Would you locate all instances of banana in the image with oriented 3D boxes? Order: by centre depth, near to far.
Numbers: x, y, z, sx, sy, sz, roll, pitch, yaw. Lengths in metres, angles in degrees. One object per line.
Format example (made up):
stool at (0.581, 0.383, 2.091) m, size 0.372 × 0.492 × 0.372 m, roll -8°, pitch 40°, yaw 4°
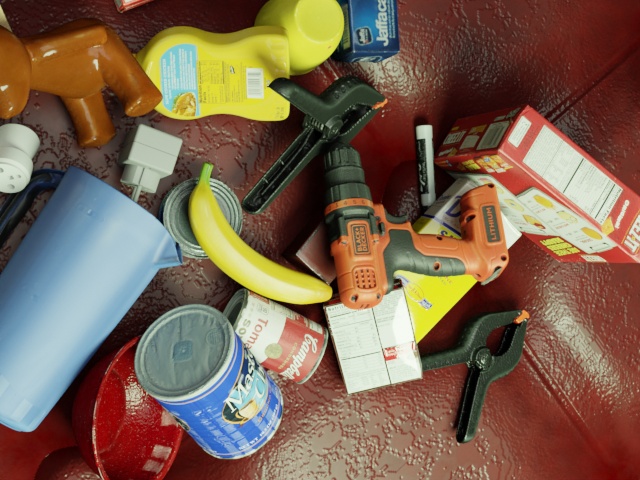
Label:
banana at (-0.073, 0.011, 1.106) m, size 0.069 × 0.037 × 0.197 m, roll -43°, pitch 107°, yaw 3°

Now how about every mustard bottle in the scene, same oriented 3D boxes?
mustard bottle at (-0.128, -0.173, 1.106) m, size 0.191 × 0.058 × 0.096 m, roll 0°, pitch 123°, yaw -2°

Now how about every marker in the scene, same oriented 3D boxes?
marker at (0.123, -0.072, 1.235) m, size 0.020 × 0.020 × 0.121 m, roll -3°, pitch 89°, yaw -21°

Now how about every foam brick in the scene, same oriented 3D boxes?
foam brick at (0.005, 0.004, 1.171) m, size 0.051 × 0.053 × 0.078 m, roll 42°, pitch 76°, yaw -14°

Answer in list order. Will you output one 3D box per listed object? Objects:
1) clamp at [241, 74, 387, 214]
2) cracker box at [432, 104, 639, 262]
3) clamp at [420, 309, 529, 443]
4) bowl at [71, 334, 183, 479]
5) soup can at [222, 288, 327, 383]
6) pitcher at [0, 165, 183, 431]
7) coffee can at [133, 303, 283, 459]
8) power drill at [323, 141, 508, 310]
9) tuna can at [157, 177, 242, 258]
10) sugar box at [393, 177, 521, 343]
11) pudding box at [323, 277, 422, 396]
clamp at (0.000, -0.131, 1.134) m, size 0.036 × 0.165 × 0.209 m, roll 37°, pitch 49°, yaw 22°
cracker box at (0.254, -0.061, 1.206) m, size 0.213 × 0.164 × 0.072 m, roll 36°, pitch 79°, yaw -16°
clamp at (0.172, 0.135, 1.237) m, size 0.120 × 0.039 × 0.171 m, roll 44°, pitch 69°, yaw -19°
bowl at (-0.198, 0.172, 1.062) m, size 0.161 × 0.055 × 0.162 m, roll 3°, pitch 90°, yaw -65°
soup can at (-0.052, 0.101, 1.137) m, size 0.102 × 0.069 × 0.068 m, roll 28°, pitch 79°, yaw -17°
pitcher at (-0.263, 0.053, 1.038) m, size 0.144 × 0.149 × 0.242 m, roll 40°, pitch 78°, yaw -30°
coffee can at (-0.109, 0.142, 1.062) m, size 0.102 × 0.103 × 0.140 m, roll -49°, pitch 142°, yaw -15°
power drill at (0.097, -0.020, 1.133) m, size 0.187 × 0.057 × 0.184 m, roll -3°, pitch 72°, yaw -13°
tuna can at (-0.128, -0.023, 1.131) m, size 0.086 × 0.034 × 0.086 m, roll 1°, pitch 88°, yaw -21°
sugar box at (0.133, 0.022, 1.206) m, size 0.176 × 0.048 × 0.093 m, roll -46°, pitch 103°, yaw -3°
pudding box at (0.058, 0.105, 1.165) m, size 0.090 × 0.039 × 0.113 m, roll -13°, pitch 105°, yaw 4°
